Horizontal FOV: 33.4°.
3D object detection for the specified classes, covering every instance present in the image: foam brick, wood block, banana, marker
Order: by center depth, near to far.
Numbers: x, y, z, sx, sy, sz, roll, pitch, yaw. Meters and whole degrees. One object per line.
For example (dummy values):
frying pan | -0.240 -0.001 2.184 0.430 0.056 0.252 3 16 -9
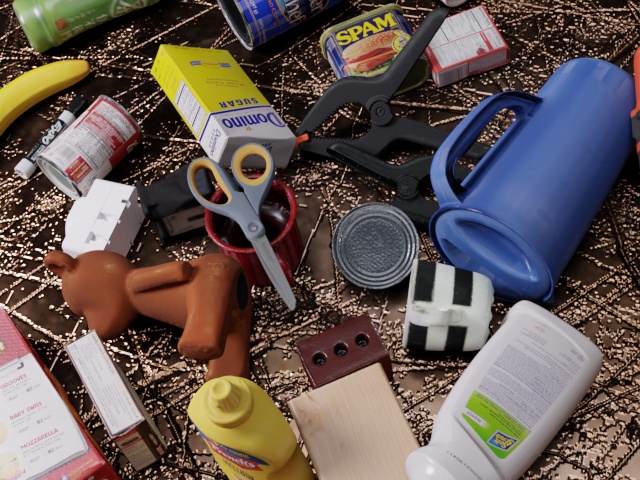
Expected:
wood block | 0.055 0.224 0.914 0.090 0.090 0.206 -23 57 -5
foam brick | 0.023 0.114 1.010 0.078 0.051 0.053 -24 57 -5
marker | -0.308 -0.121 1.233 0.020 0.020 0.121 24 66 22
banana | -0.356 -0.152 1.253 0.069 0.037 0.197 35 70 8

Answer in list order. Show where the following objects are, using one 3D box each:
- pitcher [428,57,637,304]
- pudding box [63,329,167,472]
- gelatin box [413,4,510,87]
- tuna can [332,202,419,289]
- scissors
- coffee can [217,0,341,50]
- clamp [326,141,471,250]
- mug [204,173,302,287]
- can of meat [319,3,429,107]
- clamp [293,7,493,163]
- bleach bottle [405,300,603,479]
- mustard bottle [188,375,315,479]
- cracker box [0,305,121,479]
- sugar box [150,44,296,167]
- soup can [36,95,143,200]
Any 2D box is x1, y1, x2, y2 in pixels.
pitcher | 0.216 -0.072 1.041 0.145 0.149 0.242 27 63 23
pudding box | -0.192 0.151 1.003 0.039 0.090 0.114 -32 59 -11
gelatin box | 0.159 -0.219 1.205 0.089 0.030 0.073 -20 56 -3
tuna can | 0.055 0.006 1.062 0.086 0.034 0.086 0 85 3
scissors | -0.052 -0.025 1.032 0.096 0.016 0.202 -38 60 -14
coffee can | -0.045 -0.300 1.247 0.140 0.103 0.103 -30 58 -9
clamp | 0.083 -0.058 1.108 0.171 0.039 0.120 -11 78 0
mug | -0.057 0.001 1.076 0.093 0.081 0.117 -30 58 -9
can of meat | 0.062 -0.206 1.198 0.102 0.057 0.084 -22 60 -3
clamp | 0.074 -0.131 1.140 0.210 0.036 0.164 -25 93 11
bleach bottle | 0.141 0.150 0.900 0.103 0.068 0.250 34 44 21
mustard bottle | -0.064 0.164 0.911 0.096 0.191 0.058 26 66 23
cracker box | -0.312 0.192 1.010 0.164 0.072 0.214 -36 59 -13
sugar box | -0.107 -0.148 1.165 0.093 0.048 0.176 -3 40 -38
soup can | -0.255 -0.102 1.183 0.069 0.068 0.102 32 69 25
